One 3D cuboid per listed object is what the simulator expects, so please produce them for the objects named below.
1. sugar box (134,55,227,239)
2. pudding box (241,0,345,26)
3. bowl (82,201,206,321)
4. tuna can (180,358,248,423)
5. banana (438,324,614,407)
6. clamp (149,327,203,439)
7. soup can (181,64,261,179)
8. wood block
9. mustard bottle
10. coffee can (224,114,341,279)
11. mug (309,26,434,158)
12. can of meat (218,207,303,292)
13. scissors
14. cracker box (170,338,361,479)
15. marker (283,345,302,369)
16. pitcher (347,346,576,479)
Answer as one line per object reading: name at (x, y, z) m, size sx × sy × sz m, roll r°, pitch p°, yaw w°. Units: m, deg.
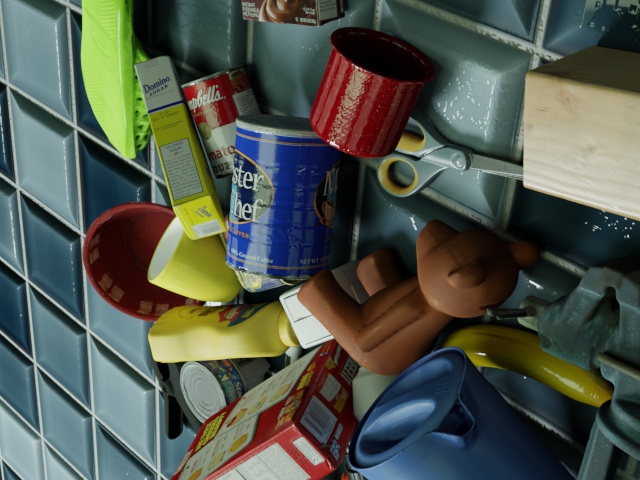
sugar box at (-0.146, -0.097, 1.117) m, size 0.093 × 0.048 × 0.176 m, roll 76°, pitch 178°, yaw -67°
pudding box at (-0.030, -0.246, 0.976) m, size 0.114 × 0.039 × 0.090 m, roll 16°, pitch 121°, yaw 44°
bowl at (-0.195, 0.015, 1.261) m, size 0.162 × 0.055 × 0.162 m, roll 3°, pitch 119°, yaw 6°
tuna can at (-0.124, 0.171, 1.233) m, size 0.086 × 0.033 × 0.086 m, roll 23°, pitch 125°, yaw 39°
banana at (0.170, 0.107, 0.946) m, size 0.198 × 0.037 × 0.069 m, roll 0°, pitch 127°, yaw 50°
clamp at (-0.181, 0.194, 1.390) m, size 0.120 × 0.039 × 0.171 m, roll 6°, pitch 114°, yaw 46°
soup can at (-0.094, -0.122, 1.095) m, size 0.069 × 0.068 × 0.102 m, roll -8°, pitch 104°, yaw 51°
wood block at (0.247, -0.064, 0.716) m, size 0.206 × 0.090 × 0.090 m, roll 21°, pitch 125°, yaw 41°
mustard bottle at (-0.089, 0.099, 1.178) m, size 0.192 × 0.096 × 0.058 m, roll -6°, pitch 101°, yaw 30°
coffee can at (-0.035, -0.043, 1.015) m, size 0.103 × 0.102 × 0.140 m, roll 18°, pitch 108°, yaw 43°
mug at (0.038, -0.131, 0.919) m, size 0.117 × 0.093 × 0.082 m, roll -104°, pitch 29°, yaw -52°
can of meat at (-0.057, 0.001, 1.130) m, size 0.084 × 0.057 × 0.102 m, roll -18°, pitch 95°, yaw 55°
scissors at (0.114, -0.057, 0.930) m, size 0.202 × 0.016 × 0.096 m, roll 35°, pitch 131°, yaw 34°
cracker box at (-0.055, 0.208, 1.095) m, size 0.214 × 0.164 × 0.072 m, roll -36°, pitch 101°, yaw 29°
marker at (-0.034, 0.162, 1.220) m, size 0.020 × 0.020 × 0.121 m, roll 33°, pitch 132°, yaw 33°
pitcher at (0.145, 0.216, 0.915) m, size 0.145 × 0.149 × 0.242 m, roll -39°, pitch 103°, yaw 25°
